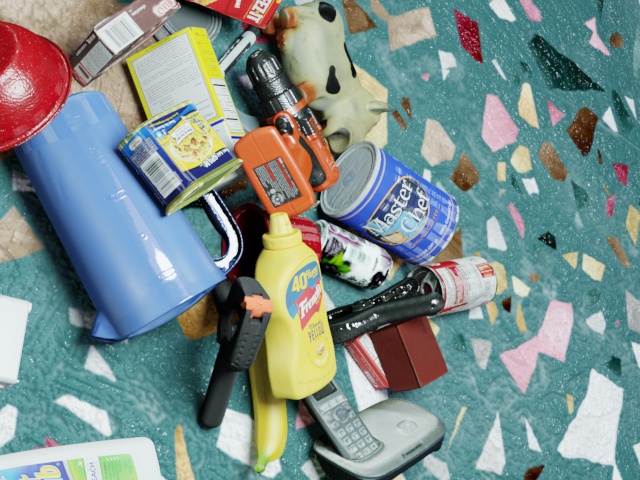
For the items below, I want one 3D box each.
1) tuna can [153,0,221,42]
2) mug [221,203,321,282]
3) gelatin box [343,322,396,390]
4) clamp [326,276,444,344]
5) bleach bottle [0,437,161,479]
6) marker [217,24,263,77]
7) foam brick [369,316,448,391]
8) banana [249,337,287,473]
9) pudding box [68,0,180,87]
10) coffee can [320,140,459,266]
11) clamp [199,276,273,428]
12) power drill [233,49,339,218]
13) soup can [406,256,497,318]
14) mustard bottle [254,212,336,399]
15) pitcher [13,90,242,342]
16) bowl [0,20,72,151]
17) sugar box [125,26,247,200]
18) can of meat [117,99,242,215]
[{"bbox_3d":[-0.162,-0.264,1.261,0.086,0.034,0.086,13,67,-32],"label":"tuna can"},{"bbox_3d":[-0.058,0.001,1.215,0.081,0.093,0.117,8,34,-38],"label":"mug"},{"bbox_3d":[0.079,0.127,1.297,0.089,0.030,0.073,-42,101,-37],"label":"gelatin box"},{"bbox_3d":[0.060,0.087,1.236,0.171,0.120,0.039,-24,96,-15],"label":"clamp"},{"bbox_3d":[-0.272,0.246,0.984,0.250,0.068,0.102,-3,75,-34],"label":"bleach bottle"},{"bbox_3d":[-0.101,-0.231,1.302,0.020,0.020,0.121,45,54,-14],"label":"marker"},{"bbox_3d":[0.105,0.133,1.260,0.052,0.051,0.078,-19,87,-40],"label":"foam brick"},{"bbox_3d":[-0.061,0.155,1.168,0.037,0.069,0.198,-9,73,3],"label":"banana"},{"bbox_3d":[-0.217,-0.225,1.172,0.039,0.090,0.113,51,53,-8],"label":"pudding box"},{"bbox_3d":[0.085,-0.044,1.310,0.140,0.103,0.102,31,58,-28],"label":"coffee can"},{"bbox_3d":[-0.088,0.104,1.085,0.036,0.210,0.164,8,75,-15],"label":"clamp"},{"bbox_3d":[-0.043,-0.116,1.202,0.184,0.057,0.187,59,20,-16],"label":"power drill"},{"bbox_3d":[0.168,0.058,1.361,0.102,0.069,0.068,-9,79,-38],"label":"soup can"},{"bbox_3d":[-0.030,0.064,1.133,0.096,0.058,0.191,-30,115,-56],"label":"mustard bottle"},{"bbox_3d":[-0.201,-0.030,1.090,0.243,0.145,0.149,60,25,1],"label":"pitcher"},{"bbox_3d":[-0.327,-0.161,1.032,0.162,0.055,0.162,-4,56,6],"label":"bowl"},{"bbox_3d":[-0.143,-0.139,1.190,0.048,0.093,0.176,-17,85,-65],"label":"sugar box"},{"bbox_3d":[-0.139,-0.084,1.058,0.084,0.058,0.101,52,37,0],"label":"can of meat"}]
